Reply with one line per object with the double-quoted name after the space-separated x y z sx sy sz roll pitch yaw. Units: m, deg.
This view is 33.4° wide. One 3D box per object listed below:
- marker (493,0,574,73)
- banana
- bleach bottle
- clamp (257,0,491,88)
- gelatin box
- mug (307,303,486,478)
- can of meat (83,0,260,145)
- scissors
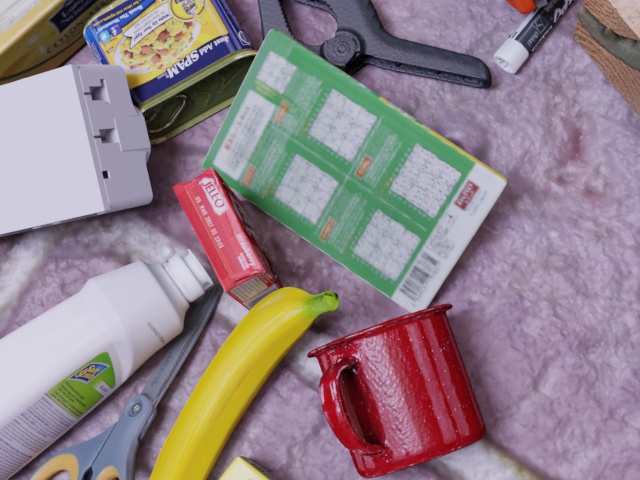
0.160 -0.163 0.713 0.020 0.020 0.121 38 85 13 "marker"
-0.059 0.100 0.660 0.037 0.069 0.198 33 96 -10 "banana"
-0.176 0.091 0.669 0.250 0.102 0.068 -35 69 -8 "bleach bottle"
0.014 -0.112 0.711 0.171 0.039 0.120 37 82 12 "clamp"
-0.054 0.001 0.668 0.030 0.089 0.073 -27 76 1 "gelatin box"
0.042 0.092 0.628 0.093 0.117 0.081 -25 79 33 "mug"
-0.099 -0.127 0.718 0.102 0.057 0.084 -29 75 0 "can of meat"
-0.133 0.115 0.688 0.096 0.016 0.201 1 59 31 "scissors"
